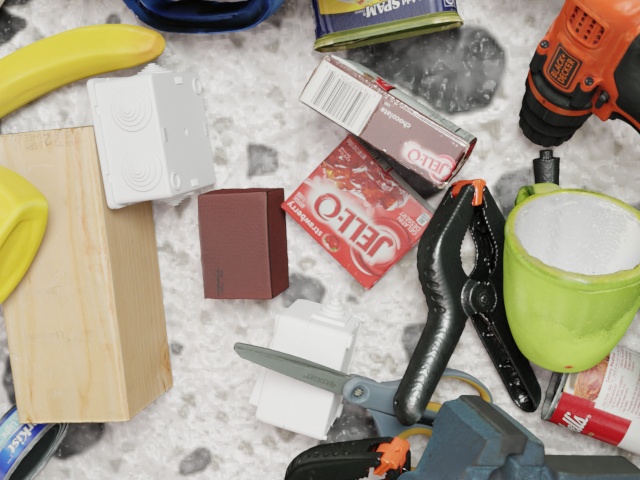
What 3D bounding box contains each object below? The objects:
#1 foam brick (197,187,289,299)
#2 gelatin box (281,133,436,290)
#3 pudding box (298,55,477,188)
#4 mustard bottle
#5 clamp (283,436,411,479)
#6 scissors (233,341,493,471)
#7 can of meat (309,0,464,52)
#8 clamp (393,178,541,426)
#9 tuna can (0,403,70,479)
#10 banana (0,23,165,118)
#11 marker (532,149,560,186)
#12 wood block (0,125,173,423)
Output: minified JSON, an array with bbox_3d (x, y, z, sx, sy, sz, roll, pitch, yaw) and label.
[{"bbox_3d":[-0.055,0.001,0.772,0.053,0.051,0.078,0,98,13],"label":"foam brick"},{"bbox_3d":[0.029,-0.021,0.761,0.089,0.030,0.073,45,105,3],"label":"gelatin box"},{"bbox_3d":[0.049,-0.081,0.717,0.113,0.090,0.039,34,102,6],"label":"pudding box"},{"bbox_3d":[-0.275,-0.042,0.727,0.192,0.058,0.096,38,113,17],"label":"mustard bottle"},{"bbox_3d":[0.008,0.213,0.772,0.164,0.036,0.210,44,127,-1],"label":"clamp"},{"bbox_3d":[0.026,0.121,0.739,0.201,0.016,0.096,6,107,-22],"label":"scissors"},{"bbox_3d":[0.039,-0.178,0.721,0.102,0.057,0.084,-9,94,13],"label":"can of meat"},{"bbox_3d":[0.094,0.046,0.728,0.039,0.120,0.171,-6,93,54],"label":"clamp"},{"bbox_3d":[-0.232,0.160,0.818,0.034,0.086,0.086,35,104,6],"label":"tuna can"},{"bbox_3d":[-0.203,-0.117,0.783,0.198,0.037,0.069,-25,54,10],"label":"banana"},{"bbox_3d":[0.159,-0.003,0.742,0.020,0.020,0.121,-2,98,12],"label":"marker"},{"bbox_3d":[-0.176,0.020,0.781,0.090,0.090,0.206,-4,98,14],"label":"wood block"}]
